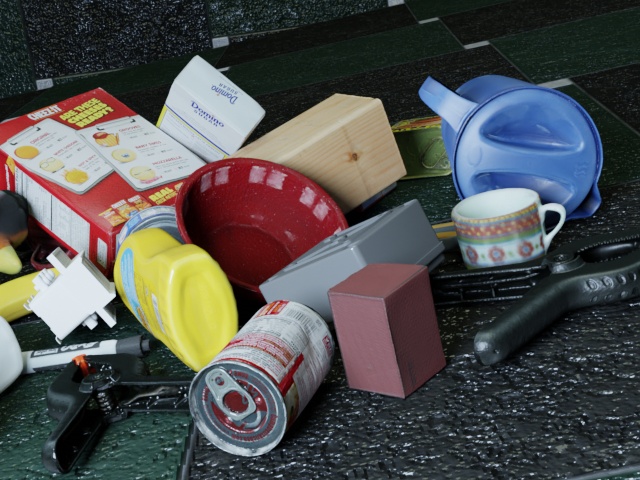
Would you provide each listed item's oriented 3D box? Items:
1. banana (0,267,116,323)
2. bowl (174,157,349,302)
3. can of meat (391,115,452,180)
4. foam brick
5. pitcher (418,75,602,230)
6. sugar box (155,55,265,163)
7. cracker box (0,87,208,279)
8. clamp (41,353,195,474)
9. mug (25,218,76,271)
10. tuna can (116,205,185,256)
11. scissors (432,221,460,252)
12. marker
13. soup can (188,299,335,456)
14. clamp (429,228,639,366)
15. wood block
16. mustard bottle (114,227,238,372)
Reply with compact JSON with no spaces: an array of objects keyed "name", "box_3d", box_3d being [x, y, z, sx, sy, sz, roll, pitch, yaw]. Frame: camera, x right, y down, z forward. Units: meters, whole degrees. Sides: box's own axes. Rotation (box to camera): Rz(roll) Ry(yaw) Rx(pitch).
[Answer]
[{"name":"banana","box_3d":[-0.288,0.064,1.044,0.197,0.037,0.070,-28,51,-32]},{"name":"bowl","box_3d":[-0.056,0.001,0.951,0.162,0.055,0.162,13,45,-13]},{"name":"can of meat","box_3d":[0.119,-0.110,1.245,0.102,0.057,0.083,-5,16,23]},{"name":"foam brick","box_3d":[0.046,0.060,0.733,0.051,0.078,0.052,6,26,42]},{"name":"pitcher","box_3d":[0.175,-0.104,1.047,0.145,0.149,0.243,-11,14,3]},{"name":"sugar box","box_3d":[-0.123,-0.123,1.140,0.048,0.093,0.176,-54,6,-24]},{"name":"cracker box","box_3d":[-0.228,-0.064,1.124,0.214,0.072,0.163,34,42,27]},{"name":"clamp","box_3d":[-0.163,0.119,0.771,0.120,0.039,0.172,-18,11,-30]},{"name":"mug","box_3d":[-0.278,-0.012,1.195,0.082,0.093,0.117,7,51,37]},{"name":"tuna can","box_3d":[-0.149,0.012,1.012,0.086,0.086,0.034,-17,20,-11]},{"name":"scissors","box_3d":[0.051,0.009,0.978,0.202,0.016,0.096,-12,8,6]},{"name":"marker","box_3d":[-0.199,0.096,0.898,0.121,0.020,0.020,-9,18,13]},{"name":"soup can","box_3d":[-0.036,0.089,0.719,0.069,0.068,0.102,-6,18,23]},{"name":"clamp","box_3d":[0.175,0.029,0.804,0.209,0.036,0.165,-20,17,-14]},{"name":"wood block","box_3d":[-0.027,-0.060,1.077,0.205,0.091,0.090,-32,25,-23]},{"name":"mustard bottle","box_3d":[-0.131,0.039,0.896,0.058,0.096,0.192,-21,19,-22]}]
